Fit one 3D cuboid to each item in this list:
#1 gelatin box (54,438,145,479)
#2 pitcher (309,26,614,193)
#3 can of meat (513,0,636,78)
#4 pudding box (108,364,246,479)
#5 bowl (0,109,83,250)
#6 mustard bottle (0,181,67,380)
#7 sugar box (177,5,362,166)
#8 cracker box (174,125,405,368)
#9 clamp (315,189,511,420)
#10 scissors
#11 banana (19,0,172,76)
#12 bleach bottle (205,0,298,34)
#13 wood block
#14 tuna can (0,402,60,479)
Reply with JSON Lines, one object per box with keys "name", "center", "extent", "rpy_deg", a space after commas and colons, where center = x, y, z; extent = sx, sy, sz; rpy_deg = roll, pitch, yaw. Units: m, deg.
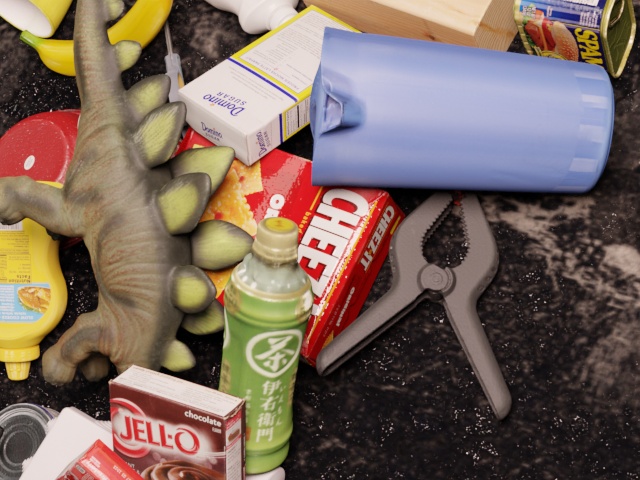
{"name": "gelatin box", "center": [-0.177, 0.208, 0.880], "extent": [0.073, 0.089, 0.030], "rpy_deg": [44, 53, -4]}
{"name": "pitcher", "center": [0.112, -0.104, 0.901], "extent": [0.243, 0.145, 0.149], "rpy_deg": [5, 53, 1]}
{"name": "can of meat", "center": [0.221, -0.191, 0.926], "extent": [0.084, 0.102, 0.057], "rpy_deg": [17, 78, 26]}
{"name": "pudding box", "center": [-0.115, 0.158, 0.864], "extent": [0.114, 0.039, 0.090], "rpy_deg": [12, 117, 21]}
{"name": "bowl", "center": [-0.284, -0.071, 1.088], "extent": [0.162, 0.055, 0.162], "rpy_deg": [-6, 70, 17]}
{"name": "mustard bottle", "center": [-0.292, 0.039, 1.026], "extent": [0.096, 0.058, 0.191], "rpy_deg": [1, 97, 5]}
{"name": "sugar box", "center": [-0.036, -0.147, 0.992], "extent": [0.093, 0.048, 0.176], "rpy_deg": [36, 60, 29]}
{"name": "cracker box", "center": [-0.056, 0.001, 0.971], "extent": [0.214, 0.072, 0.164], "rpy_deg": [22, 80, 24]}
{"name": "clamp", "center": [0.107, 0.046, 0.911], "extent": [0.165, 0.036, 0.210], "rpy_deg": [20, 71, 11]}
{"name": "scissors", "center": [-0.144, -0.158, 1.082], "extent": [0.016, 0.096, 0.202], "rpy_deg": [-14, 35, -2]}
{"name": "banana", "center": [-0.222, -0.213, 1.106], "extent": [0.198, 0.069, 0.037], "rpy_deg": [-15, 41, 25]}
{"name": "bleach bottle", "center": [-0.109, -0.287, 1.101], "extent": [0.102, 0.068, 0.251], "rpy_deg": [-41, 65, 2]}
{"name": "wood block", "center": [0.081, -0.239, 0.998], "extent": [0.206, 0.090, 0.090], "rpy_deg": [26, 82, 25]}
{"name": "tuna can", "center": [-0.275, 0.196, 1.000], "extent": [0.086, 0.033, 0.086], "rpy_deg": [-7, 69, 17]}
